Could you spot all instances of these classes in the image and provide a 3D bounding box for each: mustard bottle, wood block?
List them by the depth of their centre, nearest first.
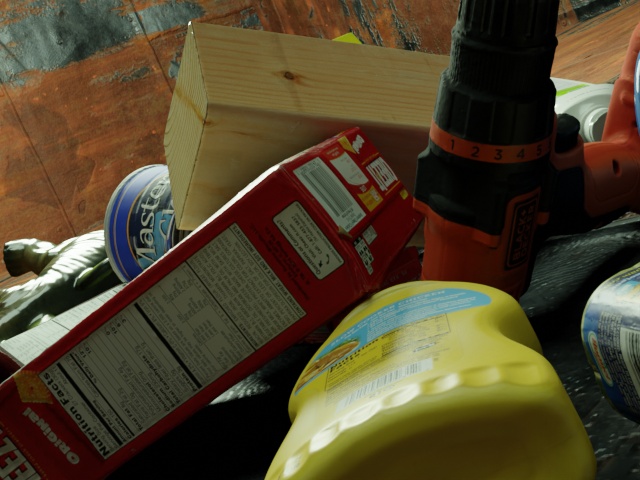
[{"bbox_3d":[0.034,0.055,0.385,0.096,0.058,0.191,-28,8,8],"label":"mustard bottle"},{"bbox_3d":[0.019,-0.060,0.641,0.205,0.090,0.091,4,40,-18],"label":"wood block"}]

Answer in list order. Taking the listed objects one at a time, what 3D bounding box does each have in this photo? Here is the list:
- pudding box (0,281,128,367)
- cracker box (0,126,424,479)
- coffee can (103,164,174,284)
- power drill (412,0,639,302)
[{"bbox_3d":[-0.155,0.077,0.742,0.113,0.039,0.090,-26,28,-31],"label":"pudding box"},{"bbox_3d":[-0.058,0.039,0.532,0.214,0.072,0.164,-37,2,17],"label":"cracker box"},{"bbox_3d":[-0.076,-0.005,0.781,0.141,0.103,0.102,2,24,44],"label":"coffee can"},{"bbox_3d":[0.121,-0.056,0.508,0.187,0.184,0.057,-21,39,-37],"label":"power drill"}]
